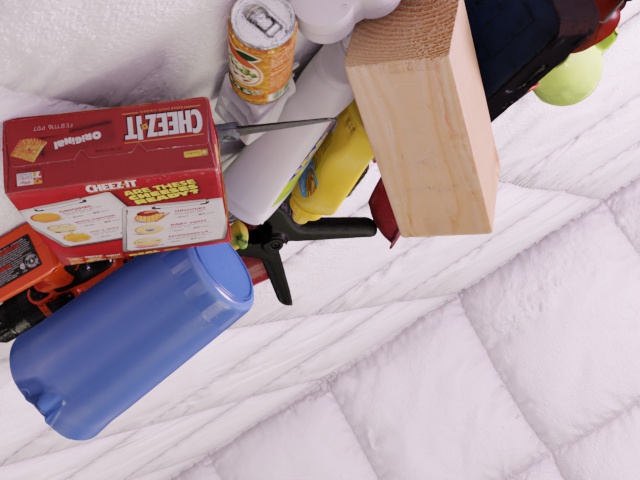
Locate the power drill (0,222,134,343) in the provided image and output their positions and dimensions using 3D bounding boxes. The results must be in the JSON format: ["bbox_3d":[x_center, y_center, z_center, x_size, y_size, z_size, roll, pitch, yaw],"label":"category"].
[{"bbox_3d":[-0.297,0.045,1.096,0.184,0.057,0.187,-32,169,3],"label":"power drill"}]

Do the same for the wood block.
[{"bbox_3d":[0.095,-0.106,0.939,0.090,0.090,0.206,-3,138,19],"label":"wood block"}]

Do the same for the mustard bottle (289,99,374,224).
[{"bbox_3d":[0.013,-0.083,1.144,0.058,0.096,0.192,15,136,-19],"label":"mustard bottle"}]

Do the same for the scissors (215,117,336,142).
[{"bbox_3d":[-0.096,-0.098,0.921,0.202,0.016,0.096,-11,163,25],"label":"scissors"}]

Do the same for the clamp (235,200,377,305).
[{"bbox_3d":[-0.058,0.002,1.259,0.209,0.036,0.165,21,126,-33],"label":"clamp"}]

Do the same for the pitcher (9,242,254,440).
[{"bbox_3d":[-0.187,0.085,1.098,0.243,0.149,0.144,-36,142,18],"label":"pitcher"}]

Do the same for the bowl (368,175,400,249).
[{"bbox_3d":[0.104,-0.072,1.297,0.162,0.055,0.162,-59,176,-8],"label":"bowl"}]

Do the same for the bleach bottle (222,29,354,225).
[{"bbox_3d":[-0.017,-0.118,1.038,0.102,0.068,0.251,-52,-178,-40],"label":"bleach bottle"}]

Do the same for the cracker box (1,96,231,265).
[{"bbox_3d":[-0.164,-0.046,0.915,0.164,0.072,0.214,-8,164,-4],"label":"cracker box"}]
